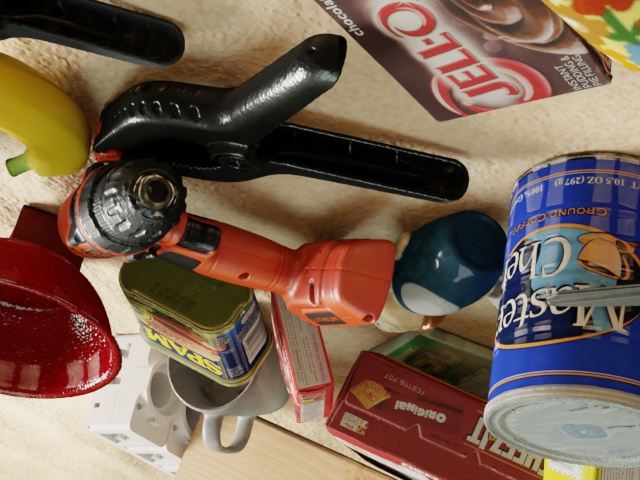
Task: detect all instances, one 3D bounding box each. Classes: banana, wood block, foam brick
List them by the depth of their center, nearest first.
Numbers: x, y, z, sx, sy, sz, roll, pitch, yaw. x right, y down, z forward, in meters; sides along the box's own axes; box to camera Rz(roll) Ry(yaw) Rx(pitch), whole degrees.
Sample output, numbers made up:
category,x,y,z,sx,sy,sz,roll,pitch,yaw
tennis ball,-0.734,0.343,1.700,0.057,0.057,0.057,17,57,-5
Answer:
category,x,y,z,sx,sy,sz,roll,pitch,yaw
banana,-0.167,-0.066,0.579,0.069,0.037,0.198,-16,166,-1
foam brick,-0.205,0.018,0.777,0.053,0.051,0.078,20,152,-17
wood block,-0.016,0.213,0.892,0.206,0.091,0.090,15,168,41

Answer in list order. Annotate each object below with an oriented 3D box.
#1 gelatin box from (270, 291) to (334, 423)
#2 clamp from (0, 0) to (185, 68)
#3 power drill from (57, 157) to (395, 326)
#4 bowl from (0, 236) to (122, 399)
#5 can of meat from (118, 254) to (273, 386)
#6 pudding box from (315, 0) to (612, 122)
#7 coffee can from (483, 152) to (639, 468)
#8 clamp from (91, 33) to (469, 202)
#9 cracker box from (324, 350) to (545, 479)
category,x,y,z,sx,sy,sz,roll,pitch,yaw
gelatin box,-0.015,0.079,0.776,0.030,0.089,0.073,-12,155,-8
clamp,-0.157,-0.122,0.499,0.171,0.039,0.120,5,156,9
power drill,-0.054,0.001,0.627,0.187,0.057,0.185,19,171,-20
bowl,-0.207,0.045,0.712,0.162,0.055,0.162,5,145,3
can of meat,-0.089,0.049,0.764,0.102,0.057,0.084,25,155,19
pudding box,0.062,-0.100,0.456,0.090,0.039,0.113,-10,145,38
coffee can,0.147,0.039,0.575,0.103,0.140,0.103,9,153,5
clamp,-0.032,-0.054,0.577,0.210,0.036,0.164,-1,160,36
cracker box,0.105,0.162,0.831,0.164,0.072,0.213,22,168,15
